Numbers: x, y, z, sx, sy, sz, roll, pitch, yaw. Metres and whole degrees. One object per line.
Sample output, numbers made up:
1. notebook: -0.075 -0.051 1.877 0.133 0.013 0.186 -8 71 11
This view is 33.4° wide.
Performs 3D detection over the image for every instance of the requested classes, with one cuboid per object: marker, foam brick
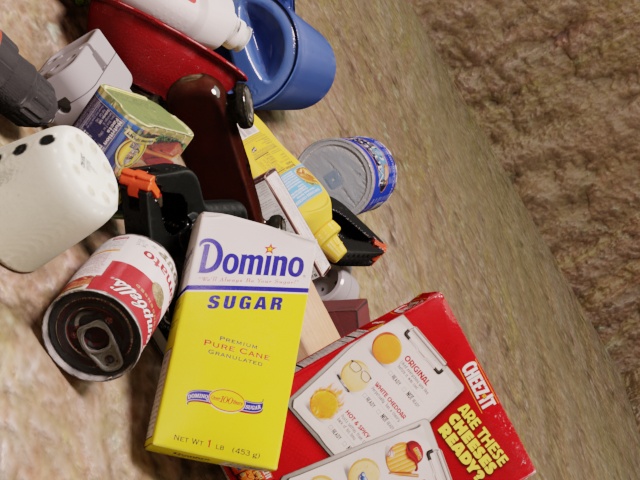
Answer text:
1. marker: -0.134 0.055 0.831 0.121 0.020 0.020 61 18 -10
2. foam brick: 0.008 0.090 1.071 0.053 0.078 0.051 -34 119 -72

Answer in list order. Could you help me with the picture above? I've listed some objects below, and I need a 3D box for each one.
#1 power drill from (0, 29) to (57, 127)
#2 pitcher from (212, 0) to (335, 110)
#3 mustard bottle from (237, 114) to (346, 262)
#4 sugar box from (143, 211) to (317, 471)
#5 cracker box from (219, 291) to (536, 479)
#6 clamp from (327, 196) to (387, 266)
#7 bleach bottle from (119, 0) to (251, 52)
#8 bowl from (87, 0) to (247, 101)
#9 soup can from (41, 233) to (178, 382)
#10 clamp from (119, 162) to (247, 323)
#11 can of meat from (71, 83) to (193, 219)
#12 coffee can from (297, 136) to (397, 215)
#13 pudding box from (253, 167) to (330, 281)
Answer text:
1. power drill: -0.255 -0.188 0.762 0.184 0.057 0.187 45 25 -45
2. pitcher: -0.057 -0.223 1.248 0.145 0.149 0.242 54 14 5
3. mustard bottle: -0.046 -0.052 1.065 0.191 0.058 0.096 46 33 6
4. sugar box: -0.063 0.073 0.778 0.093 0.048 0.176 14 73 -14
5. cracker box: 0.035 0.161 0.843 0.164 0.213 0.072 62 -10 -3
6. clamp: -0.018 -0.021 1.148 0.209 0.036 0.164 32 33 -19
7. bleach bottle: -0.167 -0.252 0.976 0.250 0.068 0.102 28 41 -35
8. bowl: -0.148 -0.160 0.956 0.162 0.055 0.162 28 1 -1
9. soup can: -0.143 0.044 0.741 0.068 0.069 0.102 59 18 -15
10. clamp: -0.113 0.001 0.834 0.171 0.039 0.120 40 60 -62
11. can of meat: -0.154 -0.066 0.811 0.057 0.084 0.102 41 12 17
12. coffee can: 0.034 -0.081 1.359 0.103 0.103 0.140 64 18 1
13. pudding box: -0.057 0.001 1.008 0.113 0.090 0.039 60 19 -10
